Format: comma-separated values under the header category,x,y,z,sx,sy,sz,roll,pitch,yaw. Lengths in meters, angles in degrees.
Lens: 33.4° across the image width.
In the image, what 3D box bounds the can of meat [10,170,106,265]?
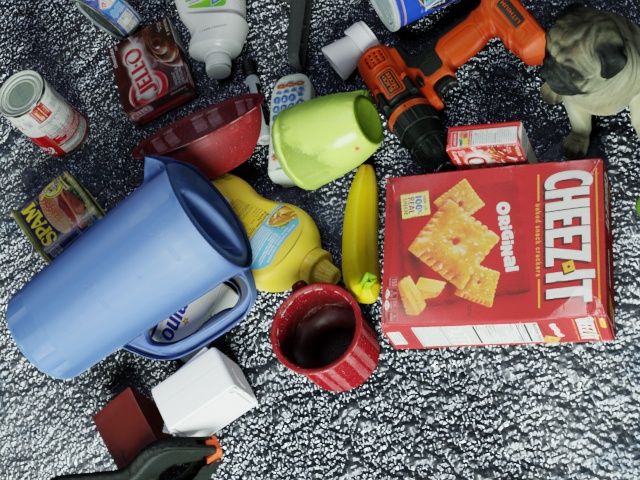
category,x,y,z,sx,sy,sz,roll,pitch,yaw
can of meat,-0.300,-0.022,1.253,0.084,0.057,0.102,-40,57,-3

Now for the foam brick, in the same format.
category,x,y,z,sx,sy,sz,roll,pitch,yaw
foam brick,-0.188,0.202,1.096,0.053,0.051,0.078,-38,57,3

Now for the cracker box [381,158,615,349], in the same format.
category,x,y,z,sx,sy,sz,roll,pitch,yaw
cracker box,0.168,0.014,1.025,0.214,0.072,0.164,-5,64,20

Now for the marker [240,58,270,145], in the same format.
category,x,y,z,sx,sy,sz,roll,pitch,yaw
marker,-0.075,-0.165,1.248,0.020,0.020,0.121,-21,59,12

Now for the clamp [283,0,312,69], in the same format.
category,x,y,z,sx,sy,sz,roll,pitch,yaw
clamp,-0.001,-0.312,1.280,0.164,0.036,0.210,-29,57,0

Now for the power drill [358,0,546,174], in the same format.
category,x,y,z,sx,sy,sz,roll,pitch,yaw
power drill,0.149,-0.176,1.135,0.188,0.057,0.184,-32,57,6

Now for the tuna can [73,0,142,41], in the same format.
category,x,y,z,sx,sy,sz,roll,pitch,yaw
tuna can,-0.271,-0.291,1.356,0.086,0.086,0.033,30,81,32

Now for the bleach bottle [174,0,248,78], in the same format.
category,x,y,z,sx,sy,sz,roll,pitch,yaw
bleach bottle,-0.144,-0.308,1.325,0.103,0.068,0.251,-16,62,15

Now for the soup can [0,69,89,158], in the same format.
category,x,y,z,sx,sy,sz,roll,pitch,yaw
soup can,-0.338,-0.154,1.307,0.069,0.102,0.068,-9,62,18

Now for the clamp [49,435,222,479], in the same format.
category,x,y,z,sx,sy,sz,roll,pitch,yaw
clamp,-0.172,0.252,1.053,0.171,0.120,0.039,-20,34,-7

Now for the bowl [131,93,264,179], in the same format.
category,x,y,z,sx,sy,sz,roll,pitch,yaw
bowl,-0.127,-0.107,1.194,0.162,0.055,0.162,-21,19,7

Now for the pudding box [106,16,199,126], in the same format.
category,x,y,z,sx,sy,sz,roll,pitch,yaw
pudding box,-0.207,-0.208,1.314,0.090,0.039,0.113,-26,58,10

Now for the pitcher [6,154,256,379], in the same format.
category,x,y,z,sx,sy,sz,roll,pitch,yaw
pitcher,-0.192,0.045,1.085,0.243,0.144,0.149,-36,49,15

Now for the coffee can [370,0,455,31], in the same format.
category,x,y,z,sx,sy,sz,roll,pitch,yaw
coffee can,0.121,-0.306,1.172,0.140,0.103,0.103,-26,57,-2

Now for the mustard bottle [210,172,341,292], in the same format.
category,x,y,z,sx,sy,sz,roll,pitch,yaw
mustard bottle,-0.057,0.002,1.135,0.192,0.058,0.096,26,72,31

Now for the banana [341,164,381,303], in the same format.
category,x,y,z,sx,sy,sz,roll,pitch,yaw
banana,0.045,0.003,1.080,0.037,0.070,0.198,16,36,-13

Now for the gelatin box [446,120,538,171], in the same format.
category,x,y,z,sx,sy,sz,roll,pitch,yaw
gelatin box,0.172,-0.083,1.060,0.073,0.089,0.030,-2,66,22

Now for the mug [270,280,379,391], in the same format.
category,x,y,z,sx,sy,sz,roll,pitch,yaw
mug,0.004,0.090,1.051,0.093,0.081,0.117,-34,57,4

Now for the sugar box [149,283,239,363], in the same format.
category,x,y,z,sx,sy,sz,roll,pitch,yaw
sugar box,-0.181,0.053,1.170,0.176,0.048,0.093,29,80,33
